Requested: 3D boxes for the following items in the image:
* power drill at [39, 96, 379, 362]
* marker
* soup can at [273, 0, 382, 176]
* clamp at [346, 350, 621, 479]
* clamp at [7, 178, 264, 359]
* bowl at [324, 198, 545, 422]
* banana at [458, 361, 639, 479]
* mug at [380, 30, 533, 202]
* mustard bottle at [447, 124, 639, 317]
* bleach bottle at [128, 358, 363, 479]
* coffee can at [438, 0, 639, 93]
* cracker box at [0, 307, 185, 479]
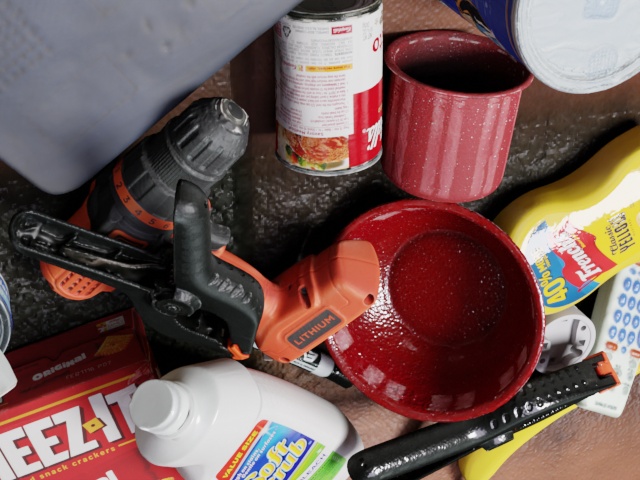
[{"bbox_3d":[-0.054,0.001,0.665,0.187,0.057,0.185,27,134,-31],"label":"power drill"},{"bbox_3d":[-0.019,0.082,0.781,0.121,0.020,0.020,28,107,-32],"label":"marker"},{"bbox_3d":[0.004,-0.100,0.649,0.068,0.068,0.102,-11,123,-15],"label":"soup can"},{"bbox_3d":[0.119,0.137,0.791,0.210,0.036,0.164,-28,163,12],"label":"clamp"},{"bbox_3d":[-0.076,0.019,0.603,0.120,0.039,0.171,-8,150,36],"label":"clamp"},{"bbox_3d":[0.080,0.042,0.744,0.162,0.055,0.162,7,109,21],"label":"bowl"},{"bbox_3d":[0.184,0.142,0.888,0.198,0.037,0.069,-39,145,7],"label":"banana"},{"bbox_3d":[0.089,-0.083,0.688,0.117,0.093,0.081,-36,142,-44],"label":"mug"},{"bbox_3d":[0.179,0.001,0.783,0.191,0.058,0.096,-30,124,-1],"label":"mustard bottle"},{"bbox_3d":[-0.056,0.133,0.705,0.102,0.068,0.250,-43,153,4],"label":"bleach bottle"},{"bbox_3d":[0.127,-0.158,0.614,0.102,0.140,0.103,-10,123,-15],"label":"coffee can"},{"bbox_3d":[-0.169,0.173,0.747,0.164,0.072,0.213,-20,124,-8],"label":"cracker box"}]
